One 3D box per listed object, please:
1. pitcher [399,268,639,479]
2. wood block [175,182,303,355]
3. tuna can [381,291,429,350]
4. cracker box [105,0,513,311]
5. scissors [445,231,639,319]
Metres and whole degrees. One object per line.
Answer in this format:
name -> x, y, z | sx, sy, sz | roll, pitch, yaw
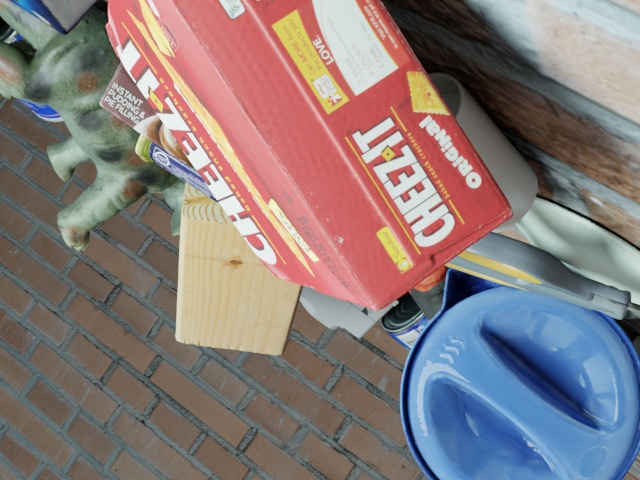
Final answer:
pitcher -> 0.134, 0.097, 0.689 | 0.145, 0.149, 0.242 | 20, -176, 10
wood block -> -0.055, 0.002, 0.783 | 0.090, 0.090, 0.206 | 8, 152, -5
tuna can -> 0.099, 0.064, 1.039 | 0.033, 0.086, 0.086 | 39, 174, -21
cracker box -> -0.022, -0.059, 0.460 | 0.164, 0.072, 0.214 | 57, 170, -7
scissors -> 0.138, 0.026, 0.527 | 0.202, 0.016, 0.096 | 17, 174, 10
